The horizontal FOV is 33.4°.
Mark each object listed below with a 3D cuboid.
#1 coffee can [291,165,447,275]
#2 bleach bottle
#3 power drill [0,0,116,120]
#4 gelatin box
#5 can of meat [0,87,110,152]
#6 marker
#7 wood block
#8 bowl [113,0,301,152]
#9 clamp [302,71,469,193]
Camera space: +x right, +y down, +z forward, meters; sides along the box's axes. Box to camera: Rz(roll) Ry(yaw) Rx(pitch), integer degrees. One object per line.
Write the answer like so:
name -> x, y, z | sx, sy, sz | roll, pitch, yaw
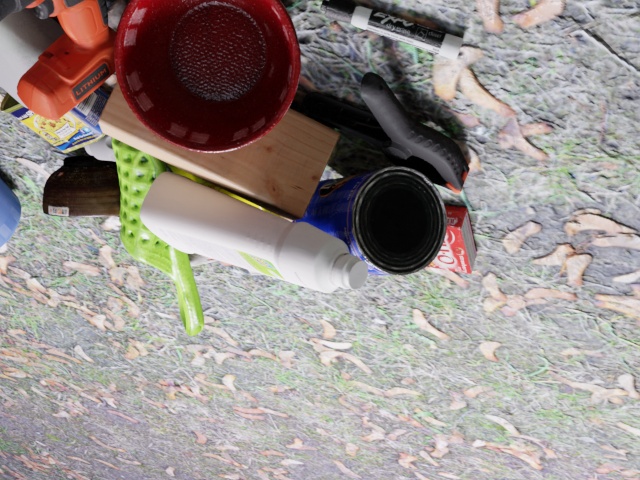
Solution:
coffee can -> 0.044, -0.015, 1.047 | 0.102, 0.102, 0.141 | 33, 164, -21
bleach bottle -> -0.057, 0.001, 1.024 | 0.251, 0.068, 0.102 | 19, 169, 37
power drill -> -0.229, -0.185, 0.890 | 0.057, 0.184, 0.188 | 38, 154, 14
gelatin box -> 0.122, -0.003, 1.126 | 0.073, 0.030, 0.089 | 8, 149, 22
can of meat -> -0.273, -0.142, 1.124 | 0.102, 0.057, 0.083 | -11, 140, 45
marker -> 0.058, -0.177, 0.884 | 0.121, 0.020, 0.020 | 19, 151, 4
wood block -> -0.097, -0.103, 1.016 | 0.206, 0.090, 0.091 | 25, 175, -7
bowl -> -0.094, -0.160, 0.927 | 0.162, 0.055, 0.162 | 2, 106, 6
clamp -> 0.074, -0.099, 0.978 | 0.171, 0.039, 0.120 | 27, 170, -16
